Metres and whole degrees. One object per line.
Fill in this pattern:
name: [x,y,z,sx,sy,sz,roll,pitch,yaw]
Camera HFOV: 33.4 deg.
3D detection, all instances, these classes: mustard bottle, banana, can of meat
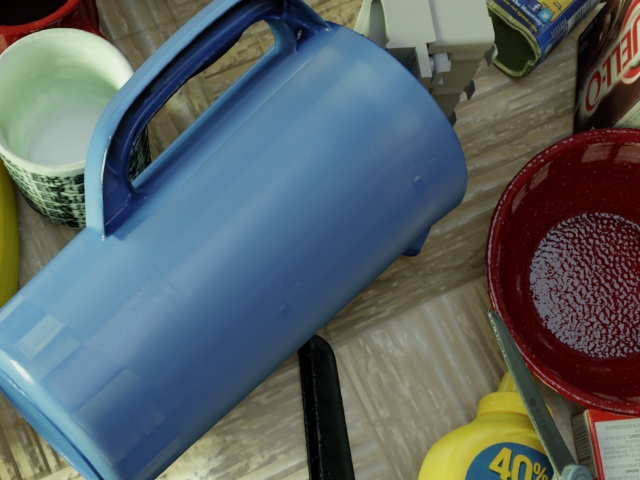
mustard bottle: [0.090,0.151,0.542,0.096,0.058,0.191,31,52,-20]
banana: [-0.192,-0.011,0.581,0.037,0.069,0.198,-13,62,14]
can of meat: [0.122,-0.164,0.665,0.102,0.057,0.084,43,75,10]

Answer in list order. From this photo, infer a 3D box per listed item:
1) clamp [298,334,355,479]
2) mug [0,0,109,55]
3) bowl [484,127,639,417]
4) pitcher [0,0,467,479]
clamp: [0.005,0.160,0.557,0.210,0.036,0.164,42,67,5]
mug: [-0.163,-0.133,0.615,0.117,0.081,0.093,37,72,7]
bowl: [0.167,0.020,0.604,0.162,0.055,0.162,1,77,-3]
pitcher: [-0.054,0.001,0.535,0.149,0.145,0.242,42,68,9]
